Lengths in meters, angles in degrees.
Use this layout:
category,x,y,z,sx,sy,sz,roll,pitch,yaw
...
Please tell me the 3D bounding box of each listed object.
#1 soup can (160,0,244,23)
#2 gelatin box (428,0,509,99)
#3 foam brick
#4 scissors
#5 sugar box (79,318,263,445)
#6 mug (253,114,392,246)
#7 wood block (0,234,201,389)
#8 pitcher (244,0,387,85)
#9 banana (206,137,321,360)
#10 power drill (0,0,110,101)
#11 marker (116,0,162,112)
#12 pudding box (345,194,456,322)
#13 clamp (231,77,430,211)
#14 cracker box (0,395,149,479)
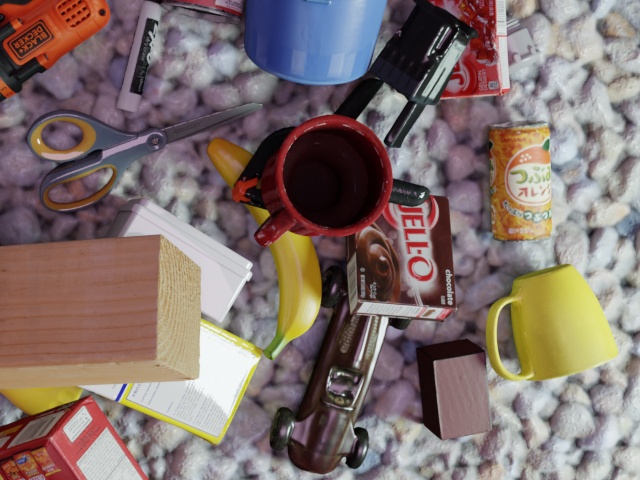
category,x,y,z,sx,sy,sz,roll,pitch,yaw
soup can,-0.089,-0.235,0.876,0.068,0.068,0.102,10,95,-14
gelatin box,0.124,-0.169,0.932,0.073,0.030,0.089,0,99,28
foam brick,0.123,0.137,0.981,0.051,0.053,0.078,-8,100,-11
scissors,-0.156,-0.096,0.892,0.202,0.016,0.096,-32,120,0
sugar box,-0.139,0.096,0.887,0.176,0.048,0.093,32,77,-33
mug,-0.008,-0.038,0.840,0.093,0.082,0.117,45,76,-8
wood block,-0.198,0.057,0.775,0.206,0.090,0.090,-4,73,11
pitcher,0.005,-0.244,0.819,0.148,0.145,0.243,-23,135,-40
banana,-0.040,0.000,0.926,0.069,0.037,0.198,-18,92,-34
power drill,-0.289,-0.200,0.845,0.184,0.057,0.187,-35,105,-3
marker,-0.149,-0.168,0.897,0.020,0.020,0.121,14,95,-14
pudding box,0.069,0.012,0.936,0.090,0.039,0.113,5,66,-12
clamp,0.003,-0.076,0.914,0.171,0.039,0.120,-9,72,-21
cracker box,-0.202,0.245,0.878,0.164,0.072,0.213,-22,106,30
